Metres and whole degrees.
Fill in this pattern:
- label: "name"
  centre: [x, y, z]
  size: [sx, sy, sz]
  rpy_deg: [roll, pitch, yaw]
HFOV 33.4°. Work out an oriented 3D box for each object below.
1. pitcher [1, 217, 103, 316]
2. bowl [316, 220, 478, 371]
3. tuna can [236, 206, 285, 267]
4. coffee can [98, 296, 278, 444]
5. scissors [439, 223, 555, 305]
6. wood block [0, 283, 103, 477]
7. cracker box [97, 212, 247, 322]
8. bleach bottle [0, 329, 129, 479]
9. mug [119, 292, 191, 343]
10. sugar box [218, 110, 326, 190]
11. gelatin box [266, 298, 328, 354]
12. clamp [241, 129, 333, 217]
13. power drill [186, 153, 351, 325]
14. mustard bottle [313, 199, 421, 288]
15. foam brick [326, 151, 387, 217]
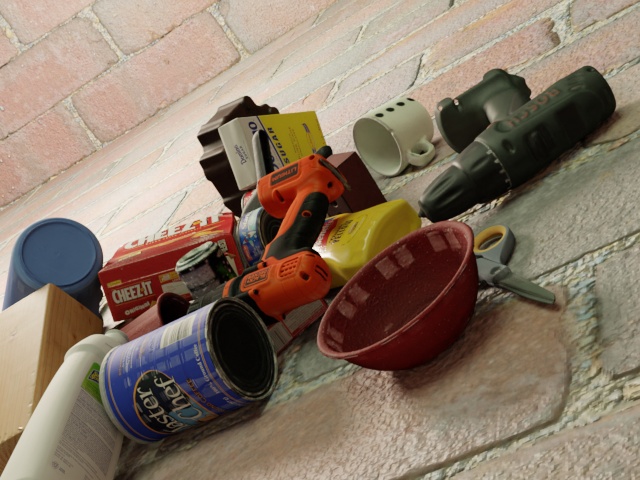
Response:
- label: "pitcher"
  centre: [-0.345, 0.082, 1.356]
  size: [0.144, 0.149, 0.243]
  rpy_deg: [-15, -23, -24]
- label: "bowl"
  centre: [0.076, 0.057, 0.892]
  size: [0.162, 0.055, 0.162]
  rpy_deg: [-37, 19, 14]
- label: "tuna can"
  centre: [-0.058, 0.002, 1.259]
  size: [0.034, 0.086, 0.086]
  rpy_deg: [-22, 21, 32]
- label: "coffee can"
  centre: [-0.126, 0.126, 1.022]
  size: [0.140, 0.102, 0.102]
  rpy_deg: [-25, 19, 28]
- label: "scissors"
  centre: [0.163, 0.018, 0.915]
  size: [0.096, 0.016, 0.202]
  rpy_deg: [-42, 18, -21]
- label: "wood block"
  centre: [-0.309, 0.161, 1.179]
  size: [0.091, 0.090, 0.206]
  rpy_deg: [-29, 39, 20]
- label: "cracker box"
  centre: [-0.177, 0.027, 1.326]
  size: [0.164, 0.072, 0.214]
  rpy_deg: [-17, 10, -1]
- label: "bleach bottle"
  centre: [-0.226, 0.178, 1.028]
  size: [0.068, 0.102, 0.250]
  rpy_deg: [-25, 25, 22]
- label: "mug"
  centre: [-0.175, 0.110, 1.178]
  size: [0.082, 0.093, 0.117]
  rpy_deg: [-34, 28, 20]
- label: "sugar box"
  centre: [-0.058, -0.128, 1.486]
  size: [0.048, 0.093, 0.175]
  rpy_deg: [-22, -4, 35]
- label: "gelatin box"
  centre: [-0.043, 0.084, 1.103]
  size: [0.089, 0.030, 0.073]
  rpy_deg: [-41, 16, -17]
- label: "clamp"
  centre: [-0.048, -0.055, 1.348]
  size: [0.120, 0.171, 0.039]
  rpy_deg: [6, -5, 38]
- label: "power drill"
  centre: [-0.050, 0.008, 1.105]
  size: [0.185, 0.057, 0.187]
  rpy_deg: [-20, 40, 37]
- label: "mustard bottle"
  centre: [0.018, 0.011, 1.135]
  size: [0.192, 0.058, 0.096]
  rpy_deg: [-12, 38, 53]
- label: "foam brick"
  centre: [0.031, -0.059, 1.269]
  size: [0.051, 0.078, 0.053]
  rpy_deg: [-42, 18, -26]
